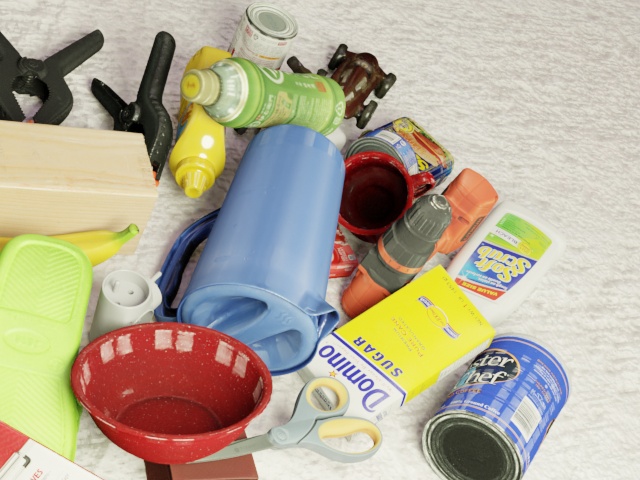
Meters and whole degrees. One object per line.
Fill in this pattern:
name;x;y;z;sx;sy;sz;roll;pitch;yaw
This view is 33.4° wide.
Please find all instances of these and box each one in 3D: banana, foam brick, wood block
banana;-0.268;0.007;0.969;0.197;0.070;0.037;-5;52;-23
foam brick;-0.101;0.192;0.901;0.078;0.051;0.053;5;47;-28
wood block;-0.270;-0.050;1.006;0.205;0.091;0.090;3;48;-28

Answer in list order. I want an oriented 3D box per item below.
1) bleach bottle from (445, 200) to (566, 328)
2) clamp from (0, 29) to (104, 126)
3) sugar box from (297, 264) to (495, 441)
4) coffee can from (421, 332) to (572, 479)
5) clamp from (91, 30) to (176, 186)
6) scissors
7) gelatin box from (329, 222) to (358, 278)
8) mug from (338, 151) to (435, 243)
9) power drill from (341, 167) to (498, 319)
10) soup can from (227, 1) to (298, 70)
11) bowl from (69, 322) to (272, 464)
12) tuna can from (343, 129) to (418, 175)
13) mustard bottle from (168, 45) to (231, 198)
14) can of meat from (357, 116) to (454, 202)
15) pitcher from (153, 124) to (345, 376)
bleach bottle;0.189;0.053;1.201;0.102;0.068;0.250;35;43;8
clamp;-0.322;-0.182;1.143;0.164;0.036;0.210;15;44;-18
sugar box;0.073;0.107;1.040;0.176;0.048;0.093;-31;68;-20
coffee can;0.175;0.170;1.047;0.103;0.103;0.140;39;42;8
clamp;-0.201;-0.131;1.140;0.039;0.120;0.171;22;57;-42
scissors;-0.035;0.156;0.929;0.201;0.016;0.096;9;43;-30
gelatin box;-0.010;0.001;1.155;0.073;0.030;0.089;-3;51;-32
mug;0.070;-0.047;1.178;0.117;0.081;0.093;-22;75;4
power drill;0.113;-0.009;1.122;0.057;0.185;0.187;46;43;10
soup can;-0.076;-0.227;1.283;0.068;0.102;0.068;16;43;-16
bowl;-0.121;0.131;0.866;0.162;0.055;0.162;7;27;-4
tuna can;0.071;-0.086;1.246;0.086;0.086;0.033;41;41;11
mustard bottle;-0.129;-0.117;1.149;0.058;0.096;0.191;15;44;-14
can of meat;0.102;-0.099;1.301;0.102;0.058;0.083;45;40;14
pitcher;-0.057;0.001;1.044;0.149;0.145;0.242;28;46;-15
